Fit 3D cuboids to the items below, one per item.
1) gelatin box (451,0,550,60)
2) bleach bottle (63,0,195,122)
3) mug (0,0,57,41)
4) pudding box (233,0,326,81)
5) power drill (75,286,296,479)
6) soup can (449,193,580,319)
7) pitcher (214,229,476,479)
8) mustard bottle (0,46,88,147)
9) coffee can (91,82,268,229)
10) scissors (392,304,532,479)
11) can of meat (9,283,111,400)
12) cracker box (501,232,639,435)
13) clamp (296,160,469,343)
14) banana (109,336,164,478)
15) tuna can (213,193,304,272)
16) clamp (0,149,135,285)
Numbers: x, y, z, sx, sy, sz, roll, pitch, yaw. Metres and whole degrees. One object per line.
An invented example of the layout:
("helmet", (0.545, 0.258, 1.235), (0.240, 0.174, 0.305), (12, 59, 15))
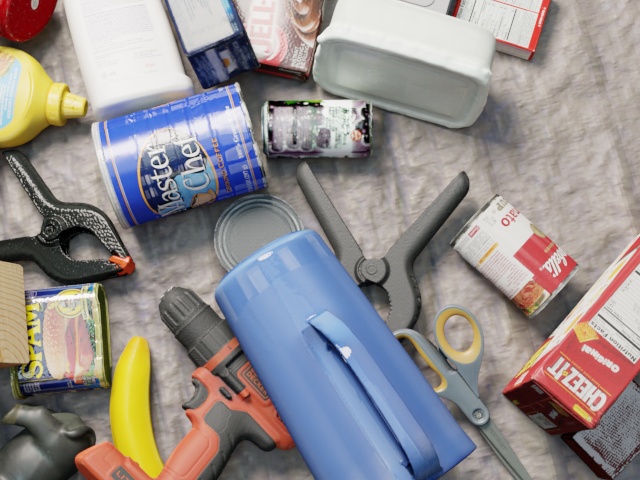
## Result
("gelatin box", (0.177, -0.227, 1.053), (0.089, 0.030, 0.073), (17, 81, 4))
("bleach bottle", (-0.200, -0.240, 1.043), (0.102, 0.068, 0.251), (-13, 76, -11))
("mug", (-0.309, -0.231, 1.009), (0.081, 0.093, 0.117), (28, 77, 14))
("pudding box", (-0.043, -0.220, 1.048), (0.090, 0.039, 0.113), (12, 79, 4))
("power drill", (-0.123, 0.155, 0.944), (0.184, 0.057, 0.187), (45, 66, 4))
("soup can", (0.179, 0.014, 0.987), (0.102, 0.068, 0.068), (43, 82, 8))
("pitcher", (0.016, 0.112, 0.903), (0.149, 0.144, 0.243), (-39, 79, 31))
("mustard bottle", (-0.319, -0.139, 1.026), (0.191, 0.058, 0.096), (7, 81, 2))
("coffee can", (-0.129, -0.078, 0.990), (0.140, 0.103, 0.103), (-17, 80, -3))
("scissors", (0.150, 0.138, 0.969), (0.201, 0.016, 0.096), (39, 94, -3))
("can of meat", (-0.239, 0.092, 0.983), (0.084, 0.057, 0.102), (-6, 79, -3))
("cracker box", (0.262, 0.069, 0.928), (0.072, 0.164, 0.213), (41, 82, 9))
("clamp", (0.040, 0.023, 1.002), (0.165, 0.036, 0.210), (11, 84, 12))
("banana", (-0.154, 0.188, 0.976), (0.069, 0.037, 0.198), (-22, 81, -24))
("tuna can", (-0.057, 0.001, 1.009), (0.086, 0.034, 0.086), (0, 79, 0))
("clamp", (-0.261, 0.001, 1.010), (0.171, 0.039, 0.120), (31, 87, 13))
